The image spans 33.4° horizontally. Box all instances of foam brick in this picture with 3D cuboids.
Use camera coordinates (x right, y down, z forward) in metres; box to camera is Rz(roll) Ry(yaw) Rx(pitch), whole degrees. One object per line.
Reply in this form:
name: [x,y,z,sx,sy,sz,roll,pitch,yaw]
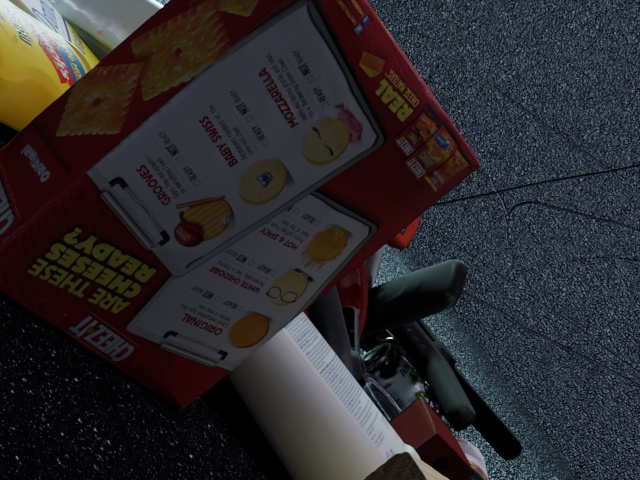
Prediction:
foam brick: [0.067,0.169,0.808,0.053,0.078,0.051,48,6,-25]

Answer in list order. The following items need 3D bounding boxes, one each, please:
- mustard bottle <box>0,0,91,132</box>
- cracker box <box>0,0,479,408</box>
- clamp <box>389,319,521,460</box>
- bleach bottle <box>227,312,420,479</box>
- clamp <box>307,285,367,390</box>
mustard bottle: [-0.189,-0.108,0.657,0.096,0.058,0.191,55,7,15]
cracker box: [-0.048,-0.033,0.540,0.164,0.214,0.072,45,8,-45]
clamp: [0.119,0.127,1.056,0.164,0.036,0.210,42,10,-50]
bleach bottle: [-0.033,0.065,0.678,0.251,0.068,0.102,55,8,1]
clamp: [0.012,0.089,0.798,0.120,0.039,0.171,58,17,-46]
